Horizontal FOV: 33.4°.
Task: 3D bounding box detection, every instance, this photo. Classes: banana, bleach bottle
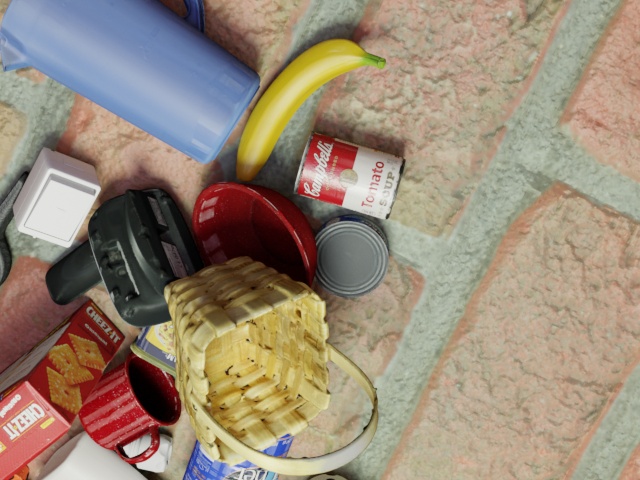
[{"bbox_3d":[-0.025,-0.143,1.085,0.198,0.070,0.037,-40,143,21],"label":"banana"},{"bbox_3d":[-0.206,0.328,1.238,0.250,0.068,0.103,42,134,-12],"label":"bleach bottle"}]

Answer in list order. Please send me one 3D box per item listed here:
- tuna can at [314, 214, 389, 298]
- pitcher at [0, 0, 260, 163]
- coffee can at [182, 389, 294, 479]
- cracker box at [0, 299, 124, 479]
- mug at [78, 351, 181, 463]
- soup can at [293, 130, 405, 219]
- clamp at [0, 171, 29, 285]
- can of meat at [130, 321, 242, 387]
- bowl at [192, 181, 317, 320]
[{"bbox_3d":[0.031,0.016,1.138,0.086,0.033,0.086,2,106,6],"label":"tuna can"},{"bbox_3d":[-0.180,-0.192,1.061,0.242,0.145,0.149,32,119,-7],"label":"pitcher"},{"bbox_3d":[-0.092,0.241,1.182,0.103,0.102,0.140,20,107,0],"label":"coffee can"},{"bbox_3d":[-0.308,0.170,1.128,0.164,0.213,0.072,-38,101,15],"label":"cracker box"},{"bbox_3d":[-0.211,0.191,1.181,0.082,0.093,0.117,-31,63,19],"label":"mug"},{"bbox_3d":[0.030,-0.066,1.097,0.102,0.068,0.068,16,107,1],"label":"soup can"},{"bbox_3d":[-0.390,-0.007,1.176,0.120,0.039,0.171,15,103,2],"label":"clamp"},{"bbox_3d":[-0.143,0.102,1.172,0.102,0.057,0.084,29,105,-3],"label":"can of meat"},{"bbox_3d":[-0.057,0.001,1.110,0.162,0.055,0.162,25,132,30],"label":"bowl"}]
